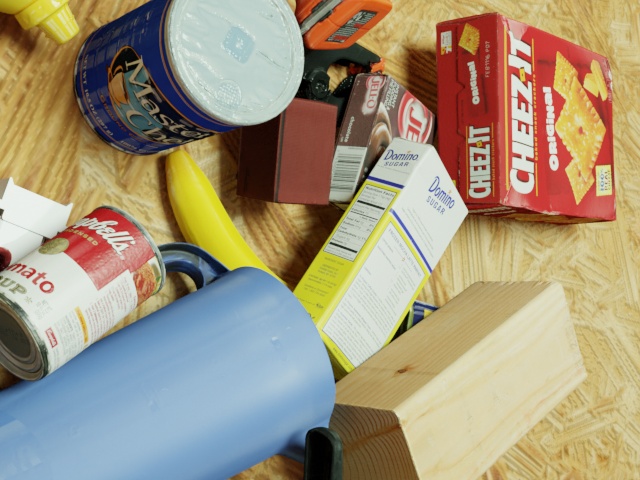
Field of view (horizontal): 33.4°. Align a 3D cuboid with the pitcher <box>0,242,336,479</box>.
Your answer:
[{"bbox_3d":[-0.125,0.110,0.704,0.242,0.149,0.145,-23,120,-33],"label":"pitcher"}]

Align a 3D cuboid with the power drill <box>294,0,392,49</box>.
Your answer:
[{"bbox_3d":[-0.028,-0.227,0.778,0.187,0.057,0.184,52,21,2],"label":"power drill"}]

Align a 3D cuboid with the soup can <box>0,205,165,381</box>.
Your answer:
[{"bbox_3d":[-0.155,0.032,0.658,0.102,0.069,0.068,-40,109,-39],"label":"soup can"}]

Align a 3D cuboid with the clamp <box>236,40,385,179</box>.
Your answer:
[{"bbox_3d":[-0.014,-0.112,0.856,0.171,0.039,0.120,-13,110,-39],"label":"clamp"}]

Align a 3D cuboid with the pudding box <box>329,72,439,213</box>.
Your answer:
[{"bbox_3d":[0.051,-0.069,0.880,0.089,0.039,0.113,30,75,-50],"label":"pudding box"}]

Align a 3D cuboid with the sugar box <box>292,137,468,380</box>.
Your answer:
[{"bbox_3d":[0.044,0.016,0.831,0.176,0.048,0.093,-58,141,-20],"label":"sugar box"}]

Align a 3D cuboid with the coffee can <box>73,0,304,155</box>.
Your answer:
[{"bbox_3d":[-0.093,-0.119,0.732,0.102,0.141,0.103,4,83,-37],"label":"coffee can"}]

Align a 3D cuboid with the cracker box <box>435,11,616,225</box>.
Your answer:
[{"bbox_3d":[0.191,-0.101,0.964,0.213,0.072,0.164,5,83,-50],"label":"cracker box"}]

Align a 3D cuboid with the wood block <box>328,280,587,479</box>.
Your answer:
[{"bbox_3d":[0.103,0.113,0.814,0.205,0.091,0.090,-30,108,-38],"label":"wood block"}]

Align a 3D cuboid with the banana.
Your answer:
[{"bbox_3d":[-0.056,0.016,0.815,0.197,0.037,0.069,44,39,-28],"label":"banana"}]

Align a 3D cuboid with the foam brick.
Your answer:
[{"bbox_3d":[-0.026,-0.068,0.796,0.051,0.053,0.078,0,98,-38],"label":"foam brick"}]
